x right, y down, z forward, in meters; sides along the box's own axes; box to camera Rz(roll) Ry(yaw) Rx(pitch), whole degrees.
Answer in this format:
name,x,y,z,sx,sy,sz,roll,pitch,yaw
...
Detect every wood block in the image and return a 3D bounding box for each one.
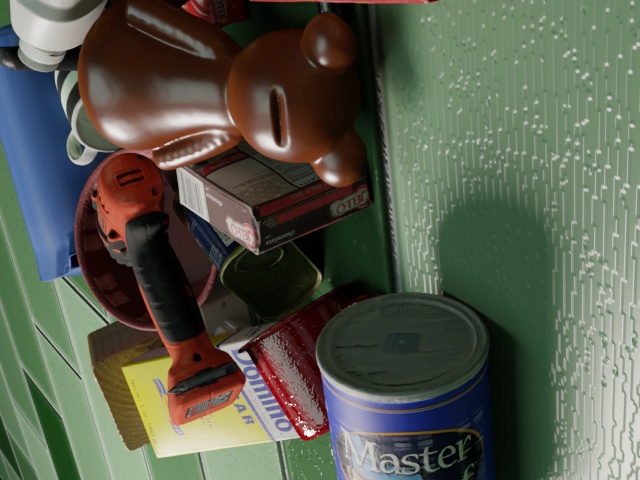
name,x,y,z,sx,sy,sz,roll,pitch,yaw
wood block,-0.176,0.131,1.073,0.206,0.090,0.091,-167,55,-76

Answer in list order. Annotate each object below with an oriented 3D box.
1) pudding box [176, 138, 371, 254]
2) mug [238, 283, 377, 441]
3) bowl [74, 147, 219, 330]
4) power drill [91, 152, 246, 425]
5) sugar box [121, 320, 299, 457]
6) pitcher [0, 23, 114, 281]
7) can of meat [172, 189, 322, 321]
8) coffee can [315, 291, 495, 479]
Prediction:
name,x,y,z,sx,sy,sz,roll,pitch,yaw
pudding box,-0.034,-0.038,0.716,0.114,0.089,0.039,33,138,49
mug,0.010,0.083,0.755,0.117,0.093,0.081,-35,84,27
bowl,-0.137,-0.004,0.933,0.162,0.055,0.162,3,95,31
power drill,-0.121,0.042,0.807,0.184,0.057,0.188,116,130,-72
sugar box,-0.081,0.128,0.909,0.177,0.048,0.093,-16,99,36
pitcher,-0.242,-0.091,1.041,0.149,0.144,0.243,-8,101,51
can of meat,-0.055,0.001,0.796,0.084,0.057,0.102,50,-179,34
coffee can,0.056,0.118,0.663,0.103,0.102,0.140,32,139,49
